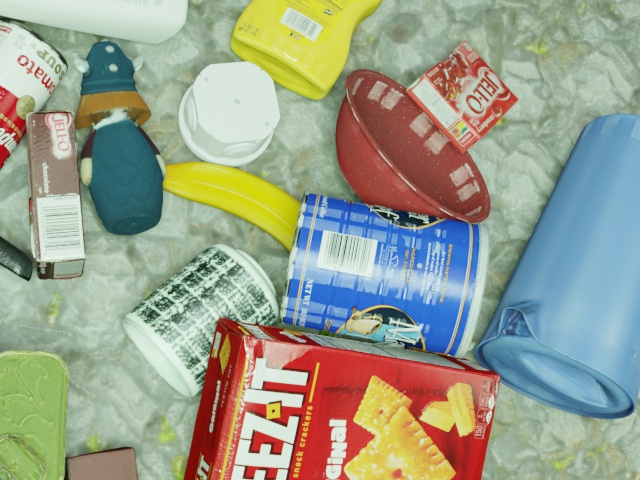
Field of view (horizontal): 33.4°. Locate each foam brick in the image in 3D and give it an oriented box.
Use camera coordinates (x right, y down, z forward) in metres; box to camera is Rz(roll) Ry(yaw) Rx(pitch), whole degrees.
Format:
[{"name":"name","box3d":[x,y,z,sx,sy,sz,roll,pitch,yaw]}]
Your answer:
[{"name":"foam brick","box3d":[-0.160,0.194,0.785,0.051,0.053,0.078,-5,80,-17]}]

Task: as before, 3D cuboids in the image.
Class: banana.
[{"name":"banana","box3d":[-0.041,-0.009,0.869,0.198,0.037,0.069,43,71,-4]}]

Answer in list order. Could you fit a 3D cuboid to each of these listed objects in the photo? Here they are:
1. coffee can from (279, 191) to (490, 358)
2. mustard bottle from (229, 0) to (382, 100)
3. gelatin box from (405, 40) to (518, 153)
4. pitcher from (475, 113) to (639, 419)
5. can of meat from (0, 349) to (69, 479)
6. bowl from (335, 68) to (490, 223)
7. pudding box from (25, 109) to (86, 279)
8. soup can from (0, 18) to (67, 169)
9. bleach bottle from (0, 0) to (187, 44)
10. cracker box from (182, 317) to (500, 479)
[{"name":"coffee can","box3d":[0.047,0.026,0.804,0.140,0.103,0.103,11,75,0]},{"name":"mustard bottle","box3d":[0.007,-0.221,0.916,0.096,0.058,0.191,29,73,-2]},{"name":"gelatin box","box3d":[0.125,-0.126,0.927,0.073,0.030,0.089,48,44,0]},{"name":"pitcher","box3d":[0.239,0.024,0.903,0.145,0.149,0.242,24,69,6]},{"name":"can of meat","box3d":[-0.213,0.134,0.766,0.057,0.084,0.102,3,78,-15]},{"name":"bowl","box3d":[0.065,-0.063,0.876,0.162,0.055,0.162,34,30,-23]},{"name":"pudding box","box3d":[-0.199,-0.032,0.802,0.039,0.090,0.113,-2,80,-14]},{"name":"soup can","box3d":[-0.248,-0.110,0.816,0.068,0.069,0.102,32,72,-7]},{"name":"bleach bottle","box3d":[-0.221,-0.216,0.797,0.250,0.068,0.102,4,77,-40]},{"name":"cracker box","box3d":[0.016,0.157,0.789,0.213,0.072,0.164,11,91,-22]}]
